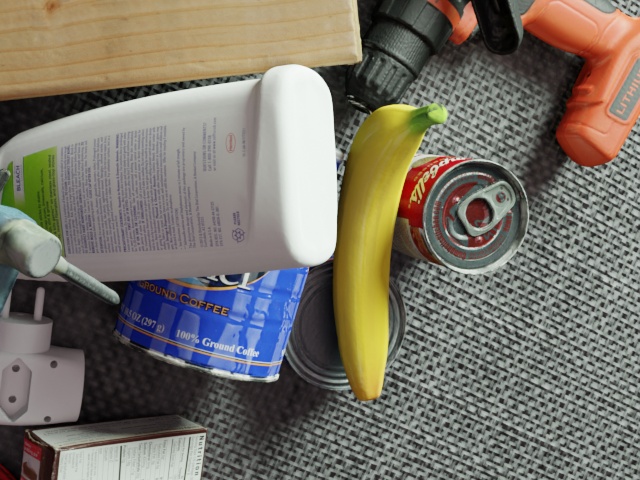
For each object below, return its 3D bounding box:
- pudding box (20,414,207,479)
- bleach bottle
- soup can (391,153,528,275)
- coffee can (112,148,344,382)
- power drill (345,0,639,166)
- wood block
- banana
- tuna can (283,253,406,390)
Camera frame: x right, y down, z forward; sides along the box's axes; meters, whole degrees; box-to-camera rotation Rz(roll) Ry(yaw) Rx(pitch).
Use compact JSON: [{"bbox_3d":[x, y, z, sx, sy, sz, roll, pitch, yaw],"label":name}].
[{"bbox_3d":[-0.124,0.156,0.640,0.113,0.039,0.090,2,96,-46],"label":"pudding box"},{"bbox_3d":[-0.119,-0.029,0.565,0.251,0.068,0.102,-2,90,22],"label":"bleach bottle"},{"bbox_3d":[0.076,-0.019,0.668,0.068,0.102,0.068,-2,98,-17],"label":"soup can"},{"bbox_3d":[-0.054,0.001,0.629,0.102,0.103,0.140,16,92,-19],"label":"coffee can"},{"bbox_3d":[0.125,-0.126,0.693,0.187,0.057,0.184,32,87,-19],"label":"power drill"},{"bbox_3d":[-0.085,-0.129,0.572,0.206,0.091,0.090,-6,100,4],"label":"wood block"},{"bbox_3d":[0.031,-0.001,0.632,0.037,0.070,0.198,1,119,-15],"label":"banana"},{"bbox_3d":[0.010,0.052,0.692,0.086,0.034,0.086,-2,98,-17],"label":"tuna can"}]
